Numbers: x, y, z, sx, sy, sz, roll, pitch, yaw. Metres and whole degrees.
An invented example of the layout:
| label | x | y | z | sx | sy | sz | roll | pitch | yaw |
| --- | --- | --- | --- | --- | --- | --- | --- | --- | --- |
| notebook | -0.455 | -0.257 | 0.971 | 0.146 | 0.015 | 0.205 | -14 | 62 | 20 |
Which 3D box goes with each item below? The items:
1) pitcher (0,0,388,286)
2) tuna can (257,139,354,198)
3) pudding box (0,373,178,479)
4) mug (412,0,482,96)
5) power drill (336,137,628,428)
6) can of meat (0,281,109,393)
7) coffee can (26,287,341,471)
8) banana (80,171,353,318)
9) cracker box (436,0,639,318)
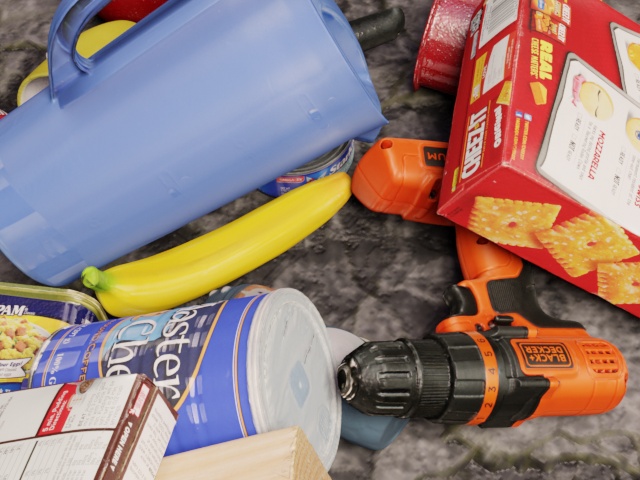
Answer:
| label | x | y | z | sx | sy | sz | roll | pitch | yaw |
| --- | --- | --- | --- | --- | --- | --- | --- | --- | --- |
| pitcher | -0.095 | -0.079 | 0.642 | 0.243 | 0.145 | 0.149 | -29 | 85 | 10 |
| tuna can | -0.018 | -0.071 | 0.755 | 0.086 | 0.034 | 0.086 | -2 | 55 | 2 |
| pudding box | -0.133 | 0.111 | 0.502 | 0.114 | 0.039 | 0.090 | -13 | 37 | 24 |
| mug | 0.123 | -0.151 | 0.766 | 0.081 | 0.093 | 0.117 | 19 | 79 | 10 |
| power drill | 0.077 | 0.025 | 0.641 | 0.184 | 0.057 | 0.188 | 4 | 52 | -27 |
| can of meat | -0.189 | 0.076 | 0.651 | 0.102 | 0.057 | 0.084 | 6 | 58 | 8 |
| coffee can | -0.072 | 0.087 | 0.582 | 0.140 | 0.102 | 0.102 | -10 | 53 | 22 |
| banana | -0.065 | 0.008 | 0.684 | 0.197 | 0.070 | 0.037 | -24 | 83 | -30 |
| cracker box | 0.182 | -0.049 | 0.651 | 0.213 | 0.072 | 0.164 | 26 | 55 | -20 |
